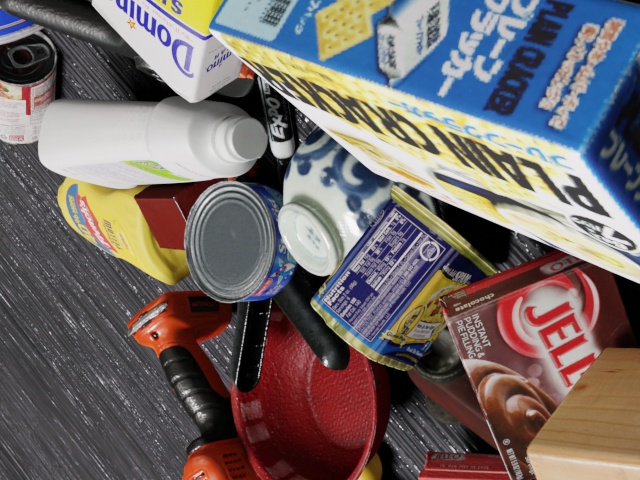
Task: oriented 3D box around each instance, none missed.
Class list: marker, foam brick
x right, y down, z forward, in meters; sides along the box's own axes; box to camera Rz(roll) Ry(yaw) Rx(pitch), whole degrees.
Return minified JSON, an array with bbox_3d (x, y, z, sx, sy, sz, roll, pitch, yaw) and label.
[{"bbox_3d":[-0.029,-0.087,0.732,0.020,0.020,0.121,29,141,39],"label":"marker"},{"bbox_3d":[-0.107,-0.027,0.874,0.078,0.052,0.051,2,121,55],"label":"foam brick"}]

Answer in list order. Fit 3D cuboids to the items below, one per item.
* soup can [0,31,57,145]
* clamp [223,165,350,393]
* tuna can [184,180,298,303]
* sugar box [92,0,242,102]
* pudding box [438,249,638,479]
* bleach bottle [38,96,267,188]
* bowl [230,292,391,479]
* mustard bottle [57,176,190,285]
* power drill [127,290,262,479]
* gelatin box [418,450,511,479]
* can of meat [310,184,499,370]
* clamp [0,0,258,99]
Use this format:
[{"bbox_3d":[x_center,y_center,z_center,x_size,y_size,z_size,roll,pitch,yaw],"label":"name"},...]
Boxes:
[{"bbox_3d":[-0.284,-0.144,1.005,0.068,0.068,0.102,48,151,13],"label":"soup can"},{"bbox_3d":[-0.045,0.032,0.798,0.120,0.039,0.171,-29,71,37],"label":"clamp"},{"bbox_3d":[-0.055,0.001,0.757,0.086,0.033,0.086,0,89,39],"label":"tuna can"},{"bbox_3d":[-0.072,-0.157,0.548,0.093,0.048,0.176,46,149,13],"label":"sugar box"},{"bbox_3d":[0.126,0.066,0.582,0.039,0.090,0.113,-100,-13,-69],"label":"pudding box"},{"bbox_3d":[-0.116,-0.073,0.796,0.251,0.102,0.068,6,86,52],"label":"bleach bottle"},{"bbox_3d":[0.002,0.117,0.817,0.162,0.055,0.162,-1,89,47],"label":"bowl"},{"bbox_3d":[-0.192,-0.027,0.996,0.192,0.058,0.096,21,141,46],"label":"mustard bottle"},{"bbox_3d":[-0.075,0.134,0.922,0.057,0.184,0.188,-38,69,23],"label":"power drill"},{"bbox_3d":[0.115,0.191,0.757,0.073,0.030,0.089,-3,121,24],"label":"gelatin box"},{"bbox_3d":[0.049,0.026,0.619,0.057,0.084,0.102,40,-176,25],"label":"can of meat"},{"bbox_3d":[-0.112,-0.130,0.702,0.164,0.036,0.210,25,174,-34],"label":"clamp"}]
